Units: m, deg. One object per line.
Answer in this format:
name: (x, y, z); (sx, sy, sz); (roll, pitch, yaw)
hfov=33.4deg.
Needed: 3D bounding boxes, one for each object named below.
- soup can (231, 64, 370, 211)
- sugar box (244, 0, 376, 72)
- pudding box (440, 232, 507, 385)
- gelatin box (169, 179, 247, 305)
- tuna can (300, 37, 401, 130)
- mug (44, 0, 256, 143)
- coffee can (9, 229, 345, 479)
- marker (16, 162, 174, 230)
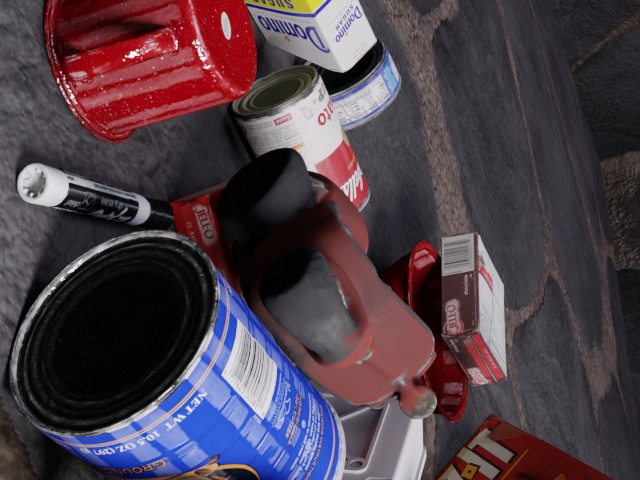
soup can: (-0.014, -0.064, 0.759); (0.068, 0.069, 0.102); (-73, 145, -53)
sugar box: (-0.032, -0.199, 0.745); (0.048, 0.093, 0.176); (-47, 139, -15)
pudding box: (0.140, 0.062, 0.974); (0.090, 0.039, 0.113); (56, 31, -45)
gelatin box: (-0.054, 0.001, 0.666); (0.089, 0.030, 0.073); (-34, 110, -69)
tuna can: (0.019, -0.127, 0.857); (0.086, 0.086, 0.033); (-79, 148, -47)
mug: (-0.090, -0.103, 0.558); (0.117, 0.082, 0.093); (-41, 117, -67)
coffee can: (-0.061, 0.077, 0.500); (0.140, 0.103, 0.103); (56, 30, -45)
marker: (-0.110, -0.020, 0.546); (0.121, 0.020, 0.020); (17, 63, -67)
